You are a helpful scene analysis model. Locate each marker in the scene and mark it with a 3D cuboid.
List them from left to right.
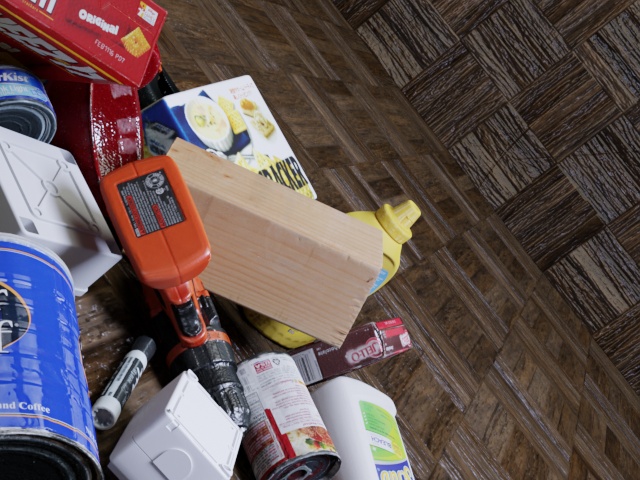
[{"bbox_3d":[-0.140,0.099,0.767,0.020,0.020,0.121,48,16,-11],"label":"marker"}]

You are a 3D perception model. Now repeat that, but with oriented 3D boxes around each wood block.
[{"bbox_3d":[-0.056,0.001,0.940,0.206,0.091,0.090,24,21,-6],"label":"wood block"}]

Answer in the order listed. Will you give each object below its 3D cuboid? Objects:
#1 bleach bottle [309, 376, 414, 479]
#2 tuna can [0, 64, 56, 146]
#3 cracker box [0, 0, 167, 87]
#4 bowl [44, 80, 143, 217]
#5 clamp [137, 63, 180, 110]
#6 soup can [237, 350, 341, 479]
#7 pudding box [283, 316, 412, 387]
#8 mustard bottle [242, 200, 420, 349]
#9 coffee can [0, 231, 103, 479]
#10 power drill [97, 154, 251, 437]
[{"bbox_3d":[0.056,0.241,0.918,0.102,0.068,0.251,35,25,-45],"label":"bleach bottle"},{"bbox_3d":[-0.239,-0.087,0.783,0.086,0.086,0.034,20,37,-60],"label":"tuna can"},{"bbox_3d":[-0.247,-0.175,0.770,0.214,0.072,0.164,10,-11,36],"label":"cracker box"},{"bbox_3d":[-0.193,-0.090,0.891,0.162,0.055,0.162,-3,90,-86],"label":"bowl"},{"bbox_3d":[-0.170,-0.129,1.144,0.171,0.039,0.120,62,14,24],"label":"clamp"},{"bbox_3d":[-0.034,0.148,0.860,0.068,0.069,0.102,30,26,-51],"label":"soup can"},{"bbox_3d":[0.021,0.108,1.008,0.090,0.114,0.039,3,68,-69],"label":"pudding box"},{"bbox_3d":[0.019,0.026,1.040,0.096,0.192,0.058,37,22,-41],"label":"mustard bottle"},{"bbox_3d":[-0.175,0.079,0.567,0.102,0.103,0.140,36,22,-41],"label":"coffee can"},{"bbox_3d":[-0.104,0.042,0.786,0.188,0.057,0.184,89,-24,-56],"label":"power drill"}]
